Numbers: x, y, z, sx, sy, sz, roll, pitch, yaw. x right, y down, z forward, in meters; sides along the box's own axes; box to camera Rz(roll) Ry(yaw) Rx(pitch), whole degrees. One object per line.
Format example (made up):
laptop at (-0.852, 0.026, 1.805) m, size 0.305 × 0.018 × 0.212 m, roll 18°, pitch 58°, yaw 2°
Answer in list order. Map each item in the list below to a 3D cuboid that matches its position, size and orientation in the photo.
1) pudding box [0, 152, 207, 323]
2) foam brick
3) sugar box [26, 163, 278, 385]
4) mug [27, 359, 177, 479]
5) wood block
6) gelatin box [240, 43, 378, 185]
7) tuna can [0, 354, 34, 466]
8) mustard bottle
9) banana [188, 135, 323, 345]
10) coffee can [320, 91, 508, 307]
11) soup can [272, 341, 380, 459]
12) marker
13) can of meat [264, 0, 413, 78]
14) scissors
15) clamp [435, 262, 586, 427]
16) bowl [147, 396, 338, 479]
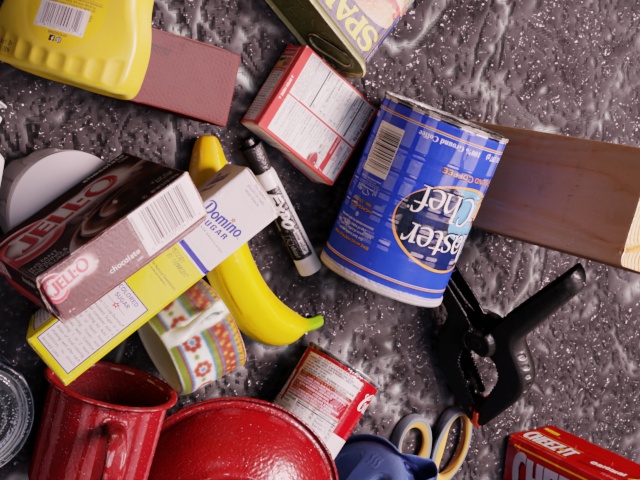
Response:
pudding box at (-0.137, -0.005, 0.652) m, size 0.113 × 0.090 × 0.039 m, roll -36°, pitch 121°, yaw -23°
foam brick at (-0.104, -0.114, 0.737) m, size 0.078 × 0.051 × 0.053 m, roll 13°, pitch 93°, yaw -36°
sugar box at (-0.112, 0.018, 0.714) m, size 0.176 × 0.093 × 0.048 m, roll -36°, pitch 102°, yaw -7°
mug at (-0.150, 0.139, 0.731) m, size 0.093 × 0.117 × 0.081 m, roll 12°, pitch 99°, yaw -24°
wood block at (0.203, -0.035, 0.871) m, size 0.090 × 0.206 × 0.090 m, roll 15°, pitch 93°, yaw -37°
gelatin box at (-0.007, -0.096, 0.821) m, size 0.089 × 0.030 × 0.073 m, roll 37°, pitch 78°, yaw -35°
tuna can at (-0.236, 0.114, 0.713) m, size 0.085 × 0.034 × 0.086 m, roll -9°, pitch 106°, yaw -33°
mustard bottle at (-0.137, -0.193, 0.676) m, size 0.058 × 0.096 × 0.191 m, roll 12°, pitch 95°, yaw -80°
banana at (-0.060, 0.016, 0.811) m, size 0.197 × 0.037 × 0.069 m, roll 62°, pitch 37°, yaw -31°
coffee can at (0.072, -0.032, 0.832) m, size 0.102 × 0.103 × 0.140 m, roll 13°, pitch 103°, yaw -36°
soup can at (-0.007, 0.142, 0.855) m, size 0.068 × 0.069 × 0.102 m, roll 40°, pitch 79°, yaw -34°
marker at (-0.031, -0.027, 0.824) m, size 0.020 × 0.020 × 0.121 m, roll -36°, pitch 115°, yaw -23°
can of meat at (0.016, -0.187, 0.799) m, size 0.102 × 0.058 × 0.084 m, roll 46°, pitch 72°, yaw -34°
scissors at (0.080, 0.242, 0.973) m, size 0.096 × 0.016 × 0.202 m, roll 25°, pitch 87°, yaw -34°
clamp at (0.134, 0.072, 0.920) m, size 0.036 × 0.165 × 0.210 m, roll -38°, pitch 144°, yaw -39°
bowl at (-0.065, 0.200, 0.791) m, size 0.162 × 0.055 × 0.162 m, roll 0°, pitch 108°, yaw -2°
